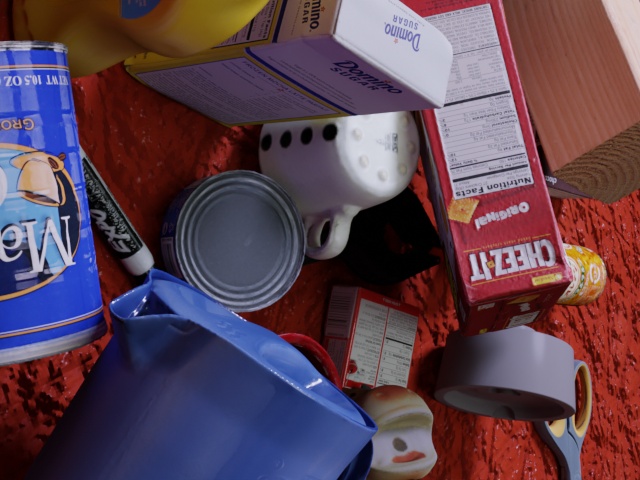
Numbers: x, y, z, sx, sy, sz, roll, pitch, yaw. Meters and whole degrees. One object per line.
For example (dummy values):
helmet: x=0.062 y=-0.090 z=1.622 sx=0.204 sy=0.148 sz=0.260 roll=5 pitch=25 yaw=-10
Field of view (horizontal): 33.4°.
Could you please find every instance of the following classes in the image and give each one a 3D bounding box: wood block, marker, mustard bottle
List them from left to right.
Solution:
marker: x=-0.119 y=-0.009 z=0.613 sx=0.020 sy=0.020 sz=0.121 roll=-51 pitch=124 yaw=-35
mustard bottle: x=-0.076 y=-0.138 z=0.534 sx=0.058 sy=0.192 sz=0.096 roll=27 pitch=70 yaw=-45
wood block: x=0.215 y=-0.146 z=0.857 sx=0.090 sy=0.091 sz=0.206 roll=20 pitch=47 yaw=-43

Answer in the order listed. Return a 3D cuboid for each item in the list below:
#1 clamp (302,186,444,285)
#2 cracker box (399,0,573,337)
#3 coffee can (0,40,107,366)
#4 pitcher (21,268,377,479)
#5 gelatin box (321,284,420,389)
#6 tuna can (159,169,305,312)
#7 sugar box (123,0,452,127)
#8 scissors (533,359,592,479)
clamp: x=0.022 y=-0.007 z=0.750 sx=0.171 sy=0.039 sz=0.120 roll=34 pitch=71 yaw=-33
cracker box: x=0.106 y=-0.054 z=0.716 sx=0.164 sy=0.072 sz=0.214 roll=60 pitch=18 yaw=-77
coffee can: x=-0.162 y=-0.017 z=0.506 sx=0.102 sy=0.103 sz=0.140 roll=-13 pitch=98 yaw=-46
pitcher: x=-0.084 y=0.150 z=0.519 sx=0.149 sy=0.145 sz=0.243 roll=35 pitch=90 yaw=3
gelatin box: x=0.033 y=0.082 z=0.764 sx=0.073 sy=0.030 sz=0.089 roll=20 pitch=77 yaw=-45
tuna can: x=-0.054 y=0.001 z=0.653 sx=0.086 sy=0.034 sz=0.086 roll=1 pitch=88 yaw=-28
sugar box: x=-0.022 y=-0.104 z=0.603 sx=0.093 sy=0.177 sz=0.048 roll=25 pitch=72 yaw=-44
scissors: x=0.218 y=0.208 z=0.968 sx=0.096 sy=0.016 sz=0.202 roll=14 pitch=79 yaw=-44
